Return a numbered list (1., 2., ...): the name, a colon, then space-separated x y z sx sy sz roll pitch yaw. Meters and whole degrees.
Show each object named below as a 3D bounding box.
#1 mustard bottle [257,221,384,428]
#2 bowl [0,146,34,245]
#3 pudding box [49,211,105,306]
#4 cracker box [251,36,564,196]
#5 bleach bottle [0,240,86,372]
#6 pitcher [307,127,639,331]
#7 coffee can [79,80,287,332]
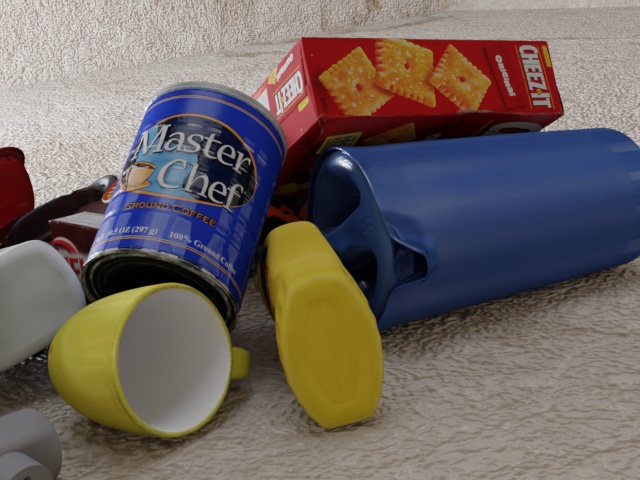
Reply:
1. mustard bottle: -0.007 0.039 0.682 0.058 0.096 0.192 -16 16 -4
2. bowl: -0.318 -0.011 0.986 0.162 0.055 0.162 -46 -4 -5
3. pudding box: -0.151 0.029 0.793 0.114 0.090 0.039 8 21 41
4. cracker box: 0.053 -0.091 0.831 0.213 0.072 0.164 -3 -16 -26
5. bleach bottle: -0.238 0.038 0.802 0.102 0.068 0.251 -32 12 -12
6. pitcher: 0.116 -0.019 0.791 0.242 0.145 0.149 -9 60 -22
7. coffee can: -0.086 -0.019 0.700 0.103 0.102 0.140 -1 53 21
